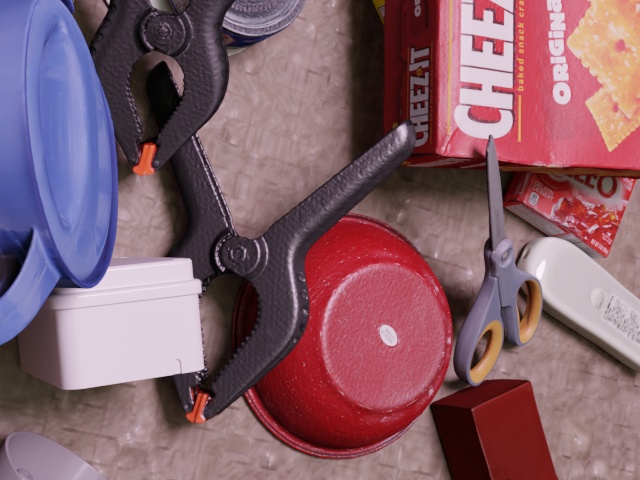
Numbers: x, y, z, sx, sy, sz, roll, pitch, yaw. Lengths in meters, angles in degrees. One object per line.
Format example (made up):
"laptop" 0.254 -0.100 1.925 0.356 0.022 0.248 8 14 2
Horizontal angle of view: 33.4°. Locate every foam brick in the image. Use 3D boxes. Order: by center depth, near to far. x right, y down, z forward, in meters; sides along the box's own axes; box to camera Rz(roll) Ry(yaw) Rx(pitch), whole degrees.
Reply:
"foam brick" 0.117 0.138 0.720 0.052 0.051 0.078 -18 95 -26

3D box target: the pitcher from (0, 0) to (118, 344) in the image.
"pitcher" -0.218 -0.026 0.464 0.243 0.149 0.145 -6 97 4

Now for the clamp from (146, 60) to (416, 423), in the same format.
"clamp" -0.054 0.001 0.632 0.164 0.036 0.210 21 90 8

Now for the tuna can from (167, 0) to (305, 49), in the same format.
"tuna can" -0.049 -0.160 0.639 0.086 0.034 0.086 1 88 -28

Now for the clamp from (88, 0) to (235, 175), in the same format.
"clamp" -0.076 -0.122 0.593 0.120 0.039 0.171 2 107 1

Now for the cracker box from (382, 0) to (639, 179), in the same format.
"cracker box" 0.148 -0.126 0.692 0.213 0.072 0.164 1 88 -28

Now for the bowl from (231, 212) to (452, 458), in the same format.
"bowl" 0.028 0.060 0.677 0.161 0.055 0.162 2 86 -28

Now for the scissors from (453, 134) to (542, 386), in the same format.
"scissors" 0.104 0.026 0.680 0.096 0.016 0.201 -52 144 -13

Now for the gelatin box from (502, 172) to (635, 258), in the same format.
"gelatin box" 0.182 -0.038 0.776 0.089 0.030 0.073 31 74 -22
